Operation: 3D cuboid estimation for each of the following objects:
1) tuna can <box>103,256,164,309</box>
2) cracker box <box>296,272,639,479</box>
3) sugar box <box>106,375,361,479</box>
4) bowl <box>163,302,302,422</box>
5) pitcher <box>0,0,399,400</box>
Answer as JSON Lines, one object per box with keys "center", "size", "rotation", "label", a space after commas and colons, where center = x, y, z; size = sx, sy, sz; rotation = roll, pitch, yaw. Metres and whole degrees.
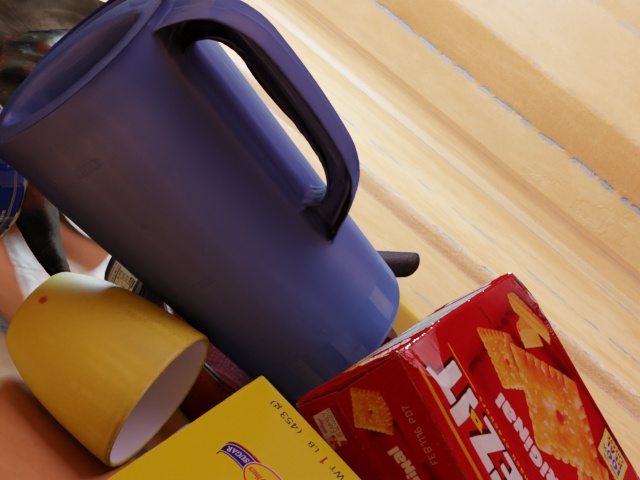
{"center": [-0.111, 0.015, 0.755], "size": [0.034, 0.086, 0.086], "rotation": [41, 17, 17], "label": "tuna can"}
{"center": [0.095, 0.117, 0.583], "size": [0.164, 0.072, 0.213], "rotation": [60, 26, 5], "label": "cracker box"}
{"center": [-0.062, 0.140, 0.451], "size": [0.093, 0.048, 0.175], "rotation": [43, 48, 19], "label": "sugar box"}
{"center": [-0.051, 0.094, 0.722], "size": [0.162, 0.055, 0.162], "rotation": [34, 17, -12], "label": "bowl"}
{"center": [-0.054, -0.023, 0.603], "size": [0.242, 0.145, 0.149], "rotation": [48, -6, -27], "label": "pitcher"}
